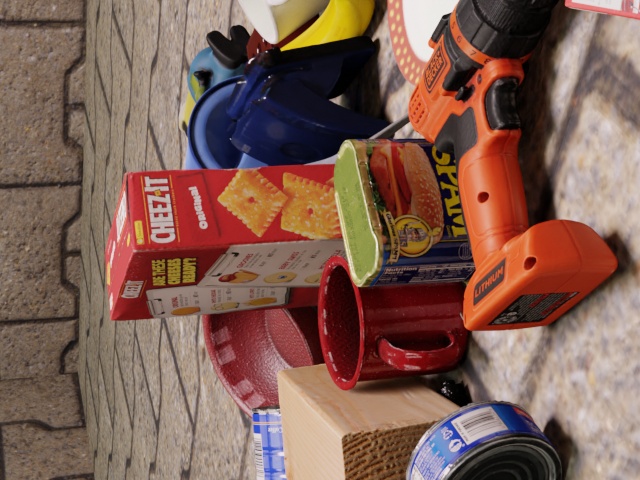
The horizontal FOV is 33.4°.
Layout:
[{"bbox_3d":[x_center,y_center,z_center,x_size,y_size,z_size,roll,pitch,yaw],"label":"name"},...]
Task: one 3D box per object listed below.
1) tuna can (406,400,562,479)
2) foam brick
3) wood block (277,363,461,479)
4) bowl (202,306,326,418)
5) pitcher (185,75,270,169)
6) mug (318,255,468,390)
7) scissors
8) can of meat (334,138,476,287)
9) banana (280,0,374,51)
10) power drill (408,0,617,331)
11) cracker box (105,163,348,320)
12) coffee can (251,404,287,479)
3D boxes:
[{"bbox_3d":[0.095,0.137,0.616,0.034,0.086,0.086,-125,36,-55],"label":"tuna can"},{"bbox_3d":[-0.035,-0.181,1.016,0.078,0.051,0.053,133,131,-65],"label":"foam brick"},{"bbox_3d":[0.035,0.148,0.745,0.206,0.090,0.091,-164,68,-77],"label":"wood block"},{"bbox_3d":[-0.042,0.100,1.017,0.162,0.055,0.162,25,127,38],"label":"bowl"},{"bbox_3d":[-0.082,-0.037,1.045,0.243,0.149,0.145,115,148,-61],"label":"pitcher"},{"bbox_3d":[0.054,0.058,0.734,0.117,0.081,0.093,-138,48,-65],"label":"mug"},{"bbox_3d":[0.037,-0.063,0.846,0.202,0.096,0.016,-23,69,38],"label":"scissors"},{"bbox_3d":[0.060,-0.020,0.703,0.057,0.083,0.102,120,143,-59],"label":"can of meat"},{"bbox_3d":[-0.004,-0.171,0.888,0.198,0.069,0.037,140,132,-60],"label":"banana"},{"bbox_3d":[0.108,-0.056,0.597,0.185,0.057,0.187,116,149,-62],"label":"power drill"},{"bbox_3d":[-0.056,0.001,0.848,0.164,0.213,0.072,126,138,-62],"label":"cracker box"},{"bbox_3d":[-0.003,0.207,0.896,0.103,0.102,0.140,157,110,-71],"label":"coffee can"}]
